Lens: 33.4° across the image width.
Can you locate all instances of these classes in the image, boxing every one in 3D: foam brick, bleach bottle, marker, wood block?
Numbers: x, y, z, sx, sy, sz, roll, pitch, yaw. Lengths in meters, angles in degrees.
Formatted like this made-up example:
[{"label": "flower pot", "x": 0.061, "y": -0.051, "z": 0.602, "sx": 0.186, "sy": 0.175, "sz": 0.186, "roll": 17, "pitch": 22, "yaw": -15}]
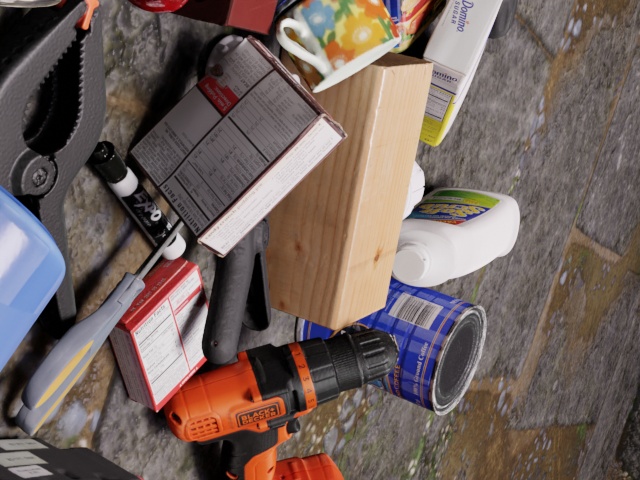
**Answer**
[{"label": "foam brick", "x": -0.057, "y": -0.174, "z": 0.672, "sx": 0.051, "sy": 0.053, "sz": 0.078, "roll": -3, "pitch": 110, "yaw": -60}, {"label": "bleach bottle", "x": 0.118, "y": 0.000, "z": 0.996, "sx": 0.250, "sy": 0.103, "sz": 0.068, "roll": -30, "pitch": 129, "yaw": -69}, {"label": "marker", "x": -0.119, "y": -0.025, "z": 0.693, "sx": 0.020, "sy": 0.020, "sz": 0.121, "roll": -59, "pitch": 151, "yaw": -20}, {"label": "wood block", "x": 0.014, "y": -0.047, "z": 0.842, "sx": 0.090, "sy": 0.090, "sz": 0.206, "roll": -18, "pitch": 123, "yaw": -57}]

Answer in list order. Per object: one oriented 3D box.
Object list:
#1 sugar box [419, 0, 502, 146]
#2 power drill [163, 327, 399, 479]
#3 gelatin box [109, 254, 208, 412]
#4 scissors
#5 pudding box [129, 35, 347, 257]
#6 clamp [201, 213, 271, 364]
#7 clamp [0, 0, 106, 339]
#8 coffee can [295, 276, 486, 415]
[{"label": "sugar box", "x": 0.114, "y": -0.156, "z": 0.936, "sx": 0.176, "sy": 0.048, "sz": 0.093, "roll": 89, "pitch": 26, "yaw": -74}, {"label": "power drill", "x": -0.023, "y": 0.153, "z": 0.857, "sx": 0.184, "sy": 0.057, "sz": 0.188, "roll": -14, "pitch": 134, "yaw": -8}, {"label": "gelatin box", "x": -0.111, "y": 0.065, "z": 0.753, "sx": 0.073, "sy": 0.030, "sz": 0.089, "roll": -47, "pitch": 144, "yaw": -35}, {"label": "scissors", "x": -0.126, "y": 0.035, "z": 0.662, "sx": 0.201, "sy": 0.016, "sz": 0.096, "roll": -55, "pitch": 179, "yaw": -7}, {"label": "pudding box", "x": -0.054, "y": -0.060, "z": 0.671, "sx": 0.113, "sy": 0.090, "sz": 0.039, "roll": -45, "pitch": 151, "yaw": 8}, {"label": "clamp", "x": -0.055, "y": 0.001, "z": 0.787, "sx": 0.120, "sy": 0.039, "sz": 0.171, "roll": 3, "pitch": 94, "yaw": -85}, {"label": "clamp", "x": -0.171, "y": -0.035, "z": 0.574, "sx": 0.164, "sy": 0.036, "sz": 0.210, "roll": -5, "pitch": 115, "yaw": -61}, {"label": "coffee can", "x": 0.064, "y": 0.084, "z": 0.960, "sx": 0.102, "sy": 0.140, "sz": 0.103, "roll": -39, "pitch": 139, "yaw": -45}]
